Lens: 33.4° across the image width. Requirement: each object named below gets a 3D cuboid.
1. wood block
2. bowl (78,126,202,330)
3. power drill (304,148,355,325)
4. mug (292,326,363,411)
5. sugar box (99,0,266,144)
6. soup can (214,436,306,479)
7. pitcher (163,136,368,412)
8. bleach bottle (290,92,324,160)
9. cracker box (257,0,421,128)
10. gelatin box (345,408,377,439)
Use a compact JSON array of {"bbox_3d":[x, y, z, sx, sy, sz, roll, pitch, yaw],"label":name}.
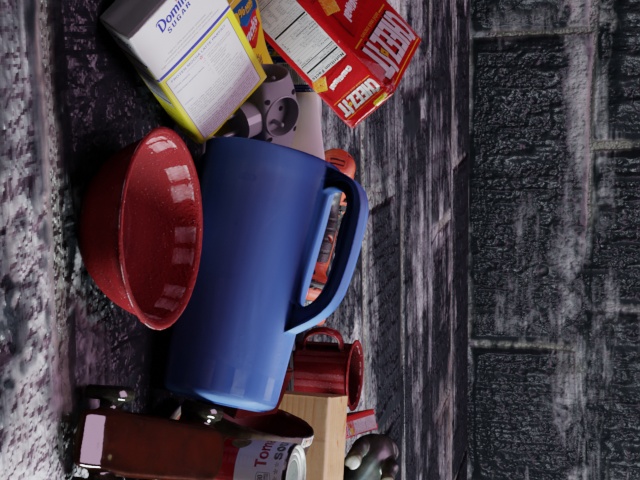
[{"bbox_3d":[-0.025,0.287,1.278,0.090,0.091,0.206,23,70,-74],"label":"wood block"},{"bbox_3d":[-0.149,-0.010,0.856,0.162,0.055,0.162,2,90,-75],"label":"bowl"},{"bbox_3d":[-0.002,0.003,1.294,0.184,0.057,0.187,98,3,-67],"label":"power drill"},{"bbox_3d":[0.006,0.164,1.394,0.093,0.081,0.117,-65,153,-55],"label":"mug"},{"bbox_3d":[-0.113,-0.165,0.919,0.093,0.048,0.176,-48,152,-10],"label":"sugar box"},{"bbox_3d":[-0.071,0.219,0.996,0.068,0.102,0.068,2,90,-74],"label":"soup can"},{"bbox_3d":[-0.059,0.033,0.993,0.149,0.144,0.243,171,-67,-69],"label":"pitcher"},{"bbox_3d":[-0.027,-0.109,1.222,0.251,0.068,0.103,-90,-173,-59],"label":"bleach bottle"},{"bbox_3d":[0.003,-0.246,1.136,0.213,0.072,0.164,45,34,-12],"label":"cracker box"},{"bbox_3d":[0.018,0.245,1.390,0.073,0.089,0.030,-5,80,-49],"label":"gelatin box"}]
